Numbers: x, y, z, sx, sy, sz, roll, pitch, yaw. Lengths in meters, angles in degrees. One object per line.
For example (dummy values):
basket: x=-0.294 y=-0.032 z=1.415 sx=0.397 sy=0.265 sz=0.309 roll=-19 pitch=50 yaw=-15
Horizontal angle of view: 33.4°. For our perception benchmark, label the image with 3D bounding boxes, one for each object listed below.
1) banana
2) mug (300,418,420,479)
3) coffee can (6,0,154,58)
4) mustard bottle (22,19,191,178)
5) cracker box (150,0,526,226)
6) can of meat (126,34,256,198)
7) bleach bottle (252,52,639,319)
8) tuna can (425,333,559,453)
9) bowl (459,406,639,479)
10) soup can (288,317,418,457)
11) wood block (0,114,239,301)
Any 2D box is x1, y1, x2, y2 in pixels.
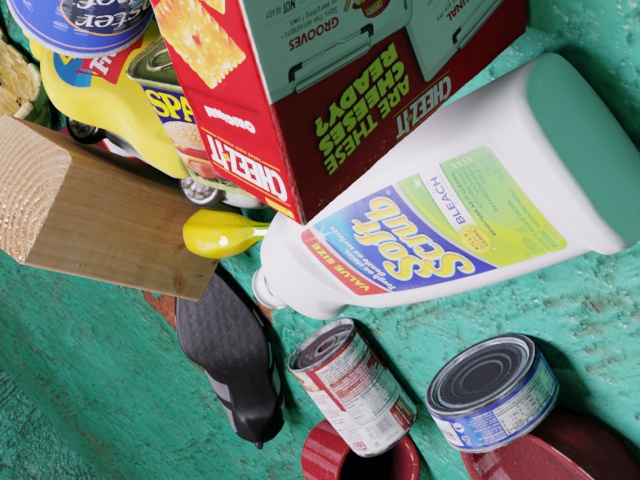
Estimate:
banana: x=-0.073 y=-0.003 z=0.828 sx=0.069 sy=0.037 sz=0.198 roll=13 pitch=180 yaw=-9
mug: x=0.033 y=0.200 z=1.009 sx=0.082 sy=0.093 sz=0.117 roll=10 pitch=106 yaw=60
coffee can: x=-0.144 y=-0.192 z=0.673 sx=0.103 sy=0.102 sz=0.140 roll=47 pitch=155 yaw=0
mustard bottle: x=-0.141 y=-0.120 z=0.765 sx=0.192 sy=0.096 sz=0.058 roll=29 pitch=152 yaw=24
cracker box: x=0.004 y=-0.139 z=0.439 sx=0.072 sy=0.164 sz=0.213 roll=31 pitch=151 yaw=36
can of meat: x=-0.051 y=-0.074 z=0.618 sx=0.102 sy=0.057 sz=0.084 roll=17 pitch=145 yaw=42
bleach bottle: x=0.051 y=-0.005 z=0.591 sx=0.102 sy=0.068 sz=0.251 roll=51 pitch=137 yaw=-11
tuna can: x=0.114 y=0.101 z=0.716 sx=0.033 sy=0.086 sz=0.086 roll=57 pitch=154 yaw=-17
bowl: x=0.176 y=0.169 z=0.753 sx=0.162 sy=0.055 sz=0.162 roll=37 pitch=154 yaw=21
soup can: x=0.029 y=0.126 z=0.913 sx=0.102 sy=0.068 sz=0.069 roll=53 pitch=155 yaw=-14
wood block: x=-0.172 y=-0.022 z=0.868 sx=0.091 sy=0.090 sz=0.205 roll=30 pitch=-174 yaw=34
